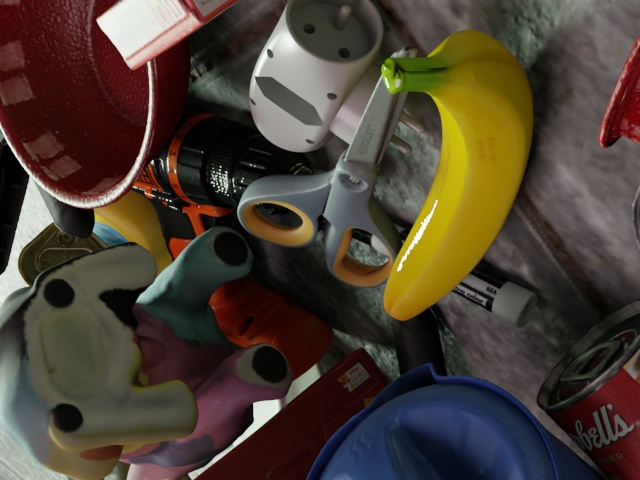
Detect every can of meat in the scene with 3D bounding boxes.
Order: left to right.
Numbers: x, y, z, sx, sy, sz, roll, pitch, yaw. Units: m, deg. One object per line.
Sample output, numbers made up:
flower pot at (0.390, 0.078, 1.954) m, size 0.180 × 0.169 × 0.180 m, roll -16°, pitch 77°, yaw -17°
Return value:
can of meat at (-0.162, 0.045, 0.740) m, size 0.102 × 0.057 × 0.084 m, roll 42°, pitch 153°, yaw 1°

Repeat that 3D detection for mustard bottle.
mustard bottle at (-0.144, -0.010, 0.763) m, size 0.096 × 0.058 × 0.191 m, roll 28°, pitch 148°, yaw 31°

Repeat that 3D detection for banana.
banana at (0.056, -0.028, 0.455) m, size 0.198 × 0.069 × 0.037 m, roll 82°, pitch 167°, yaw -59°

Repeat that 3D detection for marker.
marker at (0.056, 0.010, 0.554) m, size 0.121 × 0.020 × 0.020 m, roll 28°, pitch 148°, yaw 30°

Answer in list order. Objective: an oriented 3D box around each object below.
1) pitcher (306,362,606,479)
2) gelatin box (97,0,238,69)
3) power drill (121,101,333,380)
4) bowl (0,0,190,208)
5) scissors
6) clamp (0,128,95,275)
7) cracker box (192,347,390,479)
pitcher at (0.108, 0.177, 0.506) m, size 0.145 × 0.149 × 0.242 m, roll 21°, pitch 168°, yaw 49°
gelatin box at (-0.042, -0.114, 0.448) m, size 0.030 × 0.089 × 0.073 m, roll 55°, pitch 151°, yaw -14°
power drill at (-0.054, 0.001, 0.659) m, size 0.185 × 0.057 × 0.187 m, roll 19°, pitch 141°, yaw 42°
bowl at (-0.120, -0.101, 0.575) m, size 0.162 × 0.055 × 0.162 m, roll 17°, pitch 116°, yaw 40°
scissors at (-0.001, -0.033, 0.489) m, size 0.096 × 0.016 × 0.202 m, roll 15°, pitch 153°, yaw 14°
clamp at (-0.194, -0.060, 0.681) m, size 0.120 × 0.039 × 0.171 m, roll -27°, pitch 65°, yaw 33°
cracker box at (-0.051, 0.169, 0.632) m, size 0.072 × 0.163 × 0.214 m, roll 50°, pitch 143°, yaw 7°
